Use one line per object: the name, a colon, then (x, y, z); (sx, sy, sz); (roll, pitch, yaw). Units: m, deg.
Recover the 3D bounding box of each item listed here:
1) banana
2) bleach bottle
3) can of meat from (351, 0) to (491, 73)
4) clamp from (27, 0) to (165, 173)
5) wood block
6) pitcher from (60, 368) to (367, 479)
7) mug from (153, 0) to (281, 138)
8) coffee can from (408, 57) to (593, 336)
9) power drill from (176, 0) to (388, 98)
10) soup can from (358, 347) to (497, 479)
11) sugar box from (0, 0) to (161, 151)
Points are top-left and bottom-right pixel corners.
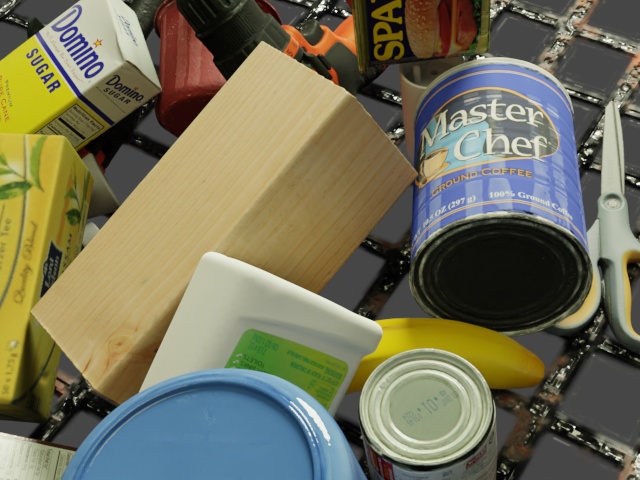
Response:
banana: (0.029, 0.079, 0.612); (0.197, 0.069, 0.037); (-17, 25, -3)
bleach bottle: (-0.064, 0.138, 0.536); (0.068, 0.102, 0.251); (16, 81, 59)
can of meat: (0.060, -0.158, 0.665); (0.084, 0.102, 0.057); (-7, 49, 2)
clamp: (-0.182, -0.124, 0.815); (0.120, 0.039, 0.171); (-10, 55, 23)
wood block: (-0.054, 0.001, 0.617); (0.206, 0.090, 0.091); (-50, 48, -3)
pitcher: (-0.014, 0.152, 0.443); (0.145, 0.243, 0.149); (-35, 48, -15)
mug: (-0.082, -0.116, 0.767); (0.117, 0.093, 0.081); (-22, 59, 40)
coffee can: (0.106, -0.028, 0.644); (0.103, 0.103, 0.140); (-1, 46, 8)
power drill: (-0.003, -0.150, 0.736); (0.057, 0.184, 0.187); (-12, 36, 44)
soup can: (0.057, 0.110, 0.553); (0.068, 0.102, 0.068); (-5, 52, 6)
sugar box: (-0.201, -0.095, 0.754); (0.176, 0.048, 0.093); (-35, 50, 14)
